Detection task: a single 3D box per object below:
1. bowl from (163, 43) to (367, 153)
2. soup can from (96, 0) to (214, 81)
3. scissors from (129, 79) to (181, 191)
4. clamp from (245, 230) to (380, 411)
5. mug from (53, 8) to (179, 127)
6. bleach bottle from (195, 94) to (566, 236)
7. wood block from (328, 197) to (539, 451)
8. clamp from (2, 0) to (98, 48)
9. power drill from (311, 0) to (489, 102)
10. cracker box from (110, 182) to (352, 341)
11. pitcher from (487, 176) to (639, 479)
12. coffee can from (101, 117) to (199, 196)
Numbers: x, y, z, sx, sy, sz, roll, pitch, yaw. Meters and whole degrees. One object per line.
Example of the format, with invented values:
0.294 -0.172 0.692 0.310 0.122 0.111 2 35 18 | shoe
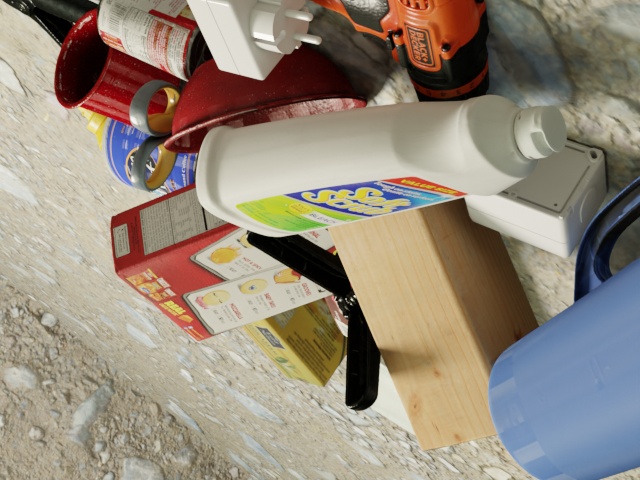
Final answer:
-0.047 -0.113 0.827 0.162 0.161 0.055 160 98 -67 | bowl
-0.124 -0.173 0.873 0.102 0.068 0.068 27 159 25 | soup can
-0.112 -0.087 0.889 0.016 0.096 0.201 14 -175 15 | scissors
0.025 0.038 0.877 0.164 0.036 0.209 56 -155 3 | clamp
-0.190 -0.150 0.974 0.081 0.093 0.117 19 165 -42 | mug
0.038 -0.054 0.700 0.251 0.068 0.102 -9 157 41 | bleach bottle
0.093 0.042 0.815 0.090 0.090 0.206 -23 90 41 | wood block
-0.274 -0.230 1.034 0.171 0.039 0.120 36 154 5 | clamp
0.025 -0.146 0.711 0.188 0.057 0.184 22 153 27 | power drill
-0.056 0.001 0.960 0.164 0.214 0.072 51 -159 -56 | cracker box
0.214 0.062 0.671 0.145 0.149 0.243 36 139 -11 | pitcher
-0.127 -0.086 1.027 0.141 0.102 0.102 19 155 40 | coffee can
